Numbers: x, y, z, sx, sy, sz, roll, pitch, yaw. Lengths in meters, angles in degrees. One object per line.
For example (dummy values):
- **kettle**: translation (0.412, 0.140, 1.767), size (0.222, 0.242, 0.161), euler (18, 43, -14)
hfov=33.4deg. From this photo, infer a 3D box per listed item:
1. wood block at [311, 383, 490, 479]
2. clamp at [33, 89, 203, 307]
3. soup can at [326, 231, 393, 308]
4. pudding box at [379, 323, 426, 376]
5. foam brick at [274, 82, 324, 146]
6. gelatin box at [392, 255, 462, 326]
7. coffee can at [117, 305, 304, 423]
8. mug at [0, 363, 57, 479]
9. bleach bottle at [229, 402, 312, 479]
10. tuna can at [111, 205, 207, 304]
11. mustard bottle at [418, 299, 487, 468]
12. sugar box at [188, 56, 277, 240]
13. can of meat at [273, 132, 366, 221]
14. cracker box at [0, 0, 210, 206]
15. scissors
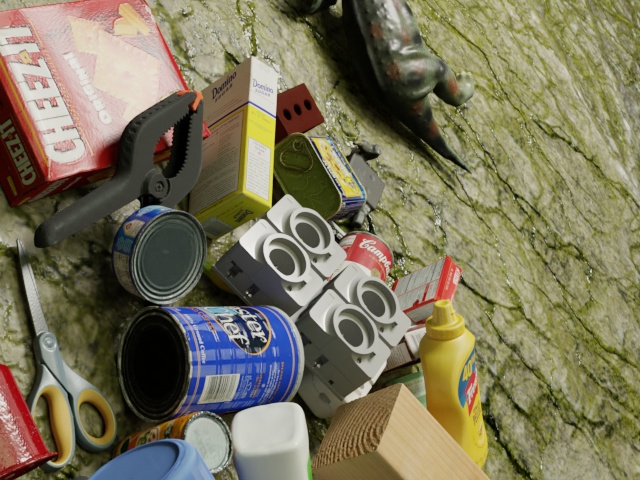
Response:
- **wood block**: translation (0.099, 0.248, 1.042), size (0.206, 0.091, 0.090), euler (48, 41, -17)
- **clamp**: translation (-0.166, -0.049, 0.971), size (0.164, 0.036, 0.210), euler (30, 75, -50)
- **soup can**: translation (0.035, 0.047, 1.193), size (0.068, 0.069, 0.102), euler (47, 42, -18)
- **pudding box**: translation (0.101, 0.122, 1.206), size (0.113, 0.090, 0.039), euler (-6, 72, -48)
- **foam brick**: translation (-0.043, -0.140, 1.225), size (0.078, 0.051, 0.053), euler (-35, 96, -51)
- **gelatin box**: translation (0.120, 0.066, 1.258), size (0.030, 0.089, 0.073), euler (45, 42, -21)
- **coffee can**: translation (-0.099, 0.111, 0.981), size (0.140, 0.103, 0.103), euler (3, 67, -47)
- **mug**: translation (-0.255, 0.146, 0.812), size (0.081, 0.093, 0.117), euler (63, 8, 8)
- **bleach bottle**: translation (-0.027, 0.280, 0.955), size (0.102, 0.068, 0.251), euler (-102, -177, -75)
- **tuna can**: translation (-0.145, 0.012, 0.957), size (0.085, 0.034, 0.086), euler (-17, 114, -44)
- **mustard bottle**: translation (0.139, 0.152, 1.132), size (0.096, 0.058, 0.191), euler (-47, 132, -58)
- **sugar box**: translation (-0.091, -0.097, 1.115), size (0.048, 0.094, 0.176), euler (30, 50, -35)
- **can of meat**: translation (-0.001, -0.069, 1.195), size (0.102, 0.058, 0.083), euler (60, 24, 9)
- **cracker box**: translation (-0.224, -0.140, 1.009), size (0.213, 0.072, 0.164), euler (-24, 88, -51)
- **scissors**: translation (-0.221, 0.100, 0.923), size (0.096, 0.016, 0.202), euler (17, 57, -43)
